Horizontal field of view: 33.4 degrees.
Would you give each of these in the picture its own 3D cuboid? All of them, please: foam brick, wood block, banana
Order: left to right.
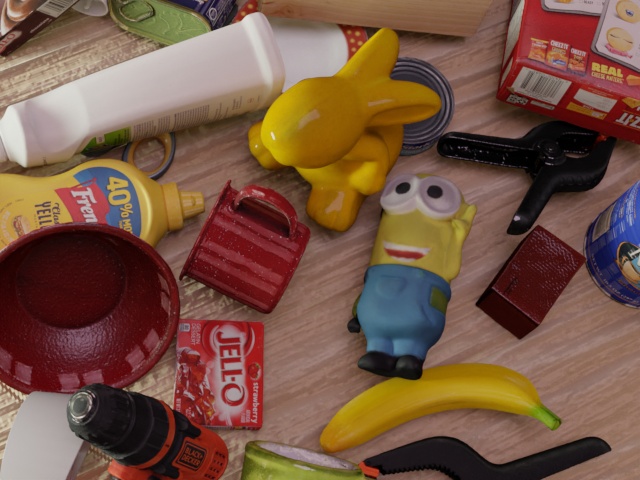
[{"bbox_3d":[0.051,-0.254,0.962,0.206,0.091,0.090,3,61,-13],"label":"wood block"},{"bbox_3d":[0.094,0.134,0.879,0.197,0.037,0.069,-7,32,-3],"label":"banana"},{"bbox_3d":[0.181,0.036,0.925,0.053,0.051,0.078,38,71,6],"label":"foam brick"}]

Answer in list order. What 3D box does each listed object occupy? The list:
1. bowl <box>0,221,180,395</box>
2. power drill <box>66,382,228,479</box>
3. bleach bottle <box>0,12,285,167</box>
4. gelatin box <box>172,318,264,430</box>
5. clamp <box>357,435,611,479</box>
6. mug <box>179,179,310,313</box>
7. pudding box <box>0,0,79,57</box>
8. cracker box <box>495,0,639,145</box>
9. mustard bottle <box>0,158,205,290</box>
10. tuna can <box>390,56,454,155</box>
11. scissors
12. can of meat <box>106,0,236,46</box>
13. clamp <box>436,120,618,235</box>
[{"bbox_3d":[-0.194,0.047,0.843,0.162,0.162,0.055,-7,29,-13],"label":"bowl"},{"bbox_3d":[-0.153,0.202,0.768,0.057,0.184,0.187,21,78,32],"label":"power drill"},{"bbox_3d":[-0.159,-0.114,0.881,0.250,0.103,0.068,-18,82,-12],"label":"bleach bottle"},{"bbox_3d":[-0.083,0.110,0.876,0.073,0.030,0.089,3,72,-7],"label":"gelatin box"},{"bbox_3d":[0.127,0.225,0.864,0.210,0.036,0.164,10,71,-2],"label":"clamp"},{"bbox_3d":[-0.056,0.001,0.874,0.081,0.117,0.093,27,41,-4],"label":"mug"},{"bbox_3d":[-0.263,-0.228,0.931,0.114,0.039,0.090,-31,78,15],"label":"pudding box"},{"bbox_3d":[0.260,-0.205,0.988,0.164,0.072,0.213,16,61,-3],"label":"cracker box"},{"bbox_3d":[-0.192,-0.017,0.887,0.191,0.058,0.096,-9,84,-11],"label":"mustard bottle"},{"bbox_3d":[0.077,-0.121,0.970,0.086,0.034,0.086,2,72,-7],"label":"tuna can"},{"bbox_3d":[-0.125,-0.126,0.954,0.201,0.016,0.096,-37,82,-17],"label":"scissors"},{"bbox_3d":[-0.127,-0.224,0.956,0.102,0.057,0.084,20,63,8],"label":"can of meat"},{"bbox_3d":[0.190,-0.074,0.956,0.171,0.039,0.120,-25,64,-34],"label":"clamp"}]
